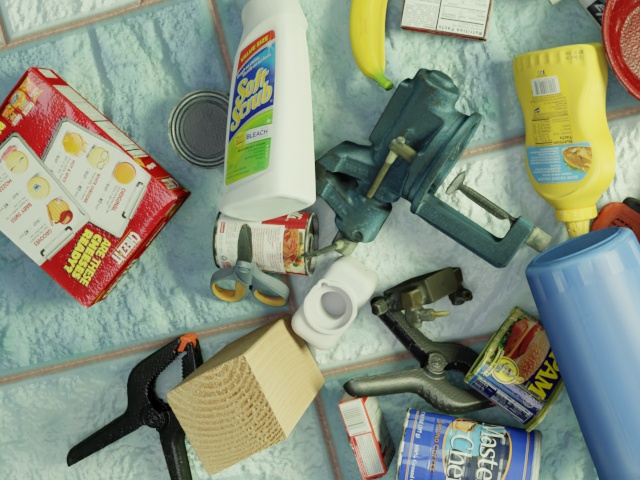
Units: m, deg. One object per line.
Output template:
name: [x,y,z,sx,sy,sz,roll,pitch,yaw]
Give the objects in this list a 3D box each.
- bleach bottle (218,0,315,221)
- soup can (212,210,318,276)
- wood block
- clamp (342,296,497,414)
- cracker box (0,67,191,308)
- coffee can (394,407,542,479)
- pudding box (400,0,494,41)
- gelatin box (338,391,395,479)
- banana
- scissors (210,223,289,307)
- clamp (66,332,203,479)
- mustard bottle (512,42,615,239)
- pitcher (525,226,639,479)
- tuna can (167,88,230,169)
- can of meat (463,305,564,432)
bleach bottle: [-0.056,-0.152,1.095,0.103,0.067,0.251,-15,70,41]
soup can: [-0.057,0.001,1.138,0.102,0.068,0.068,4,98,10]
wood block: [-0.070,0.150,1.088,0.090,0.206,0.091,-28,92,12]
clamp: [0.113,0.126,1.126,0.171,0.039,0.120,15,63,-8]
cracker box: [-0.275,-0.059,1.168,0.214,0.072,0.164,41,103,2]
coffee can: [0.152,0.237,1.112,0.140,0.102,0.103,9,99,9]
pudding box: [0.134,-0.264,1.084,0.090,0.039,0.113,11,101,8]
gelatin box: [0.050,0.202,1.141,0.030,0.073,0.089,-18,95,13]
banana: [0.062,-0.251,1.091,0.070,0.037,0.198,8,94,39]
scissors: [-0.061,0.031,1.098,0.096,0.202,0.016,17,66,-14]
clamp: [-0.175,0.206,1.201,0.164,0.036,0.210,30,101,6]
mustard bottle: [0.246,-0.096,1.063,0.096,0.058,0.191,0,100,50]
pitcher: [0.289,0.113,1.025,0.144,0.149,0.243,-26,94,-31]
tuna can: [-0.119,-0.120,1.150,0.086,0.033,0.086,1,97,10]
can of meat: [0.208,0.129,1.094,0.084,0.057,0.102,36,60,7]
